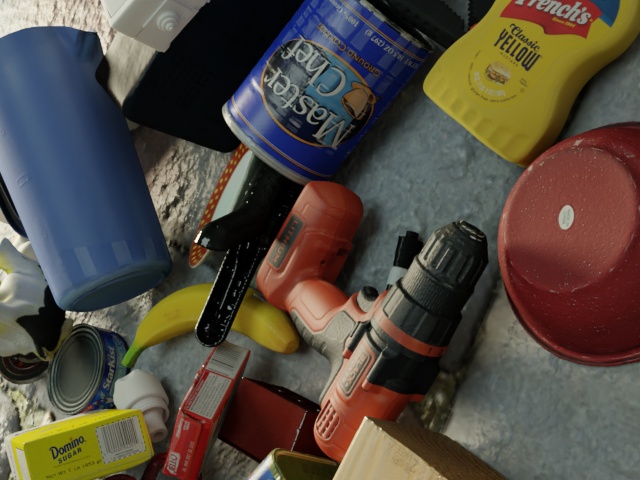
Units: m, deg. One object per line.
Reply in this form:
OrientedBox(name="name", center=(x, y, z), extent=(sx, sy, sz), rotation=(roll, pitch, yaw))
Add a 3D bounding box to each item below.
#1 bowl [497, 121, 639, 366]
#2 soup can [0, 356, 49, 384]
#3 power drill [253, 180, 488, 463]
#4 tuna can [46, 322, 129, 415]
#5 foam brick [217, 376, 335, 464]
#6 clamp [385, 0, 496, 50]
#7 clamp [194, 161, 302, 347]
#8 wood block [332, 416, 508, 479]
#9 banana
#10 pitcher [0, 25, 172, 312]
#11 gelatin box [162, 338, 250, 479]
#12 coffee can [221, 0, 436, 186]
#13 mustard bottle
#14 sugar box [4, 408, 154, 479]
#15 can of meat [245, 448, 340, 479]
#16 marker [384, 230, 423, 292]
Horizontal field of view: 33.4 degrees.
OrientedBox(name="bowl", center=(0.167, -0.006, 0.660), extent=(0.162, 0.055, 0.162), rotation=(-18, 63, 39))
OrientedBox(name="soup can", center=(-0.313, 0.093, 1.072), extent=(0.102, 0.068, 0.068), rotation=(27, 94, 46))
OrientedBox(name="power drill", center=(0.028, 0.033, 0.743), extent=(0.185, 0.057, 0.188), rotation=(-60, 33, 18))
OrientedBox(name="tuna can", center=(-0.216, 0.122, 0.993), extent=(0.086, 0.033, 0.086), rotation=(-17, 63, 39))
OrientedBox(name="foam brick", center=(-0.027, 0.141, 0.793), extent=(0.078, 0.052, 0.051), rotation=(19, 89, 45))
OrientedBox(name="clamp", center=(0.068, -0.227, 0.799), extent=(0.164, 0.036, 0.210), rotation=(-14, 75, -3))
OrientedBox(name="clamp", center=(-0.055, 0.001, 0.834), extent=(0.039, 0.171, 0.120), rotation=(26, 129, 11))
OrientedBox(name="wood block", center=(0.037, 0.227, 0.673), extent=(0.090, 0.090, 0.206), rotation=(31, 97, 46))
OrientedBox(name="banana", center=(-0.089, 0.068, 0.890), extent=(0.198, 0.037, 0.069), rotation=(-11, 71, 40))
OrientedBox(name="pitcher", center=(-0.231, -0.059, 0.971), extent=(0.145, 0.149, 0.243), rotation=(-20, 78, -11))
OrientedBox(name="gelatin box", center=(-0.088, 0.131, 0.820), extent=(0.089, 0.030, 0.073), rotation=(-63, -6, -52))
OrientedBox(name="coffee can", center=(0.006, -0.125, 0.823), extent=(0.140, 0.102, 0.103), rotation=(-50, 47, 18))
OrientedBox(name="mustard bottle", center=(0.161, -0.150, 0.714), extent=(0.096, 0.058, 0.192), rotation=(44, 106, 26))
OrientedBox(name="sugar box", center=(-0.202, 0.167, 0.870), extent=(0.176, 0.093, 0.048), rotation=(-16, 88, 67))
OrientedBox(name="can of meat", center=(-0.022, 0.194, 0.734), extent=(0.084, 0.101, 0.057), rotation=(-49, 48, 16))
OrientedBox(name="marker", center=(0.051, 0.052, 0.775), extent=(0.020, 0.020, 0.121), rotation=(11, 82, 45))
